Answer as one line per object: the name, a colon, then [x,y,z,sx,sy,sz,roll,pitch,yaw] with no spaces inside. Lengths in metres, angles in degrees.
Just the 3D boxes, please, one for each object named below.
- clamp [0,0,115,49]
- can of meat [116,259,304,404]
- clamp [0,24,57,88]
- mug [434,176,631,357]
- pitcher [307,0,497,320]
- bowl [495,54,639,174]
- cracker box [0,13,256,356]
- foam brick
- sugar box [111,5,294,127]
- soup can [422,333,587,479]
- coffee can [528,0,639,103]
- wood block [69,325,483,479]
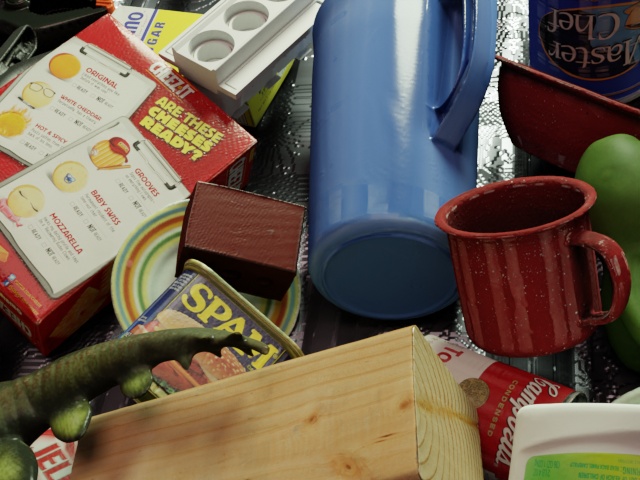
clamp: [-0.296,-0.216,1.034,0.210,0.036,0.164,12,51,22]
can of meat: [-0.075,0.077,0.675,0.102,0.057,0.083,41,65,5]
clamp: [-0.253,-0.128,0.868,0.120,0.039,0.171,3,40,36]
mug: [0.128,0.017,0.619,0.093,0.081,0.117,-29,25,-37]
pitcher: [0.057,-0.075,0.748,0.145,0.149,0.242,-4,50,11]
bowl: [0.186,-0.076,0.744,0.162,0.055,0.162,20,12,-5]
cracker box: [-0.180,-0.046,0.791,0.164,0.072,0.213,41,64,12]
foam brick: [-0.055,0.001,0.716,0.078,0.053,0.051,13,64,-9]
sugar box: [-0.119,-0.155,0.928,0.176,0.048,0.093,12,53,21]
soup can: [0.095,0.102,0.624,0.102,0.068,0.068,20,55,29]
coffee can: [0.209,-0.186,0.815,0.103,0.140,0.103,-7,47,7]
wood block: [-0.026,0.129,0.570,0.206,0.090,0.090,-19,44,21]
